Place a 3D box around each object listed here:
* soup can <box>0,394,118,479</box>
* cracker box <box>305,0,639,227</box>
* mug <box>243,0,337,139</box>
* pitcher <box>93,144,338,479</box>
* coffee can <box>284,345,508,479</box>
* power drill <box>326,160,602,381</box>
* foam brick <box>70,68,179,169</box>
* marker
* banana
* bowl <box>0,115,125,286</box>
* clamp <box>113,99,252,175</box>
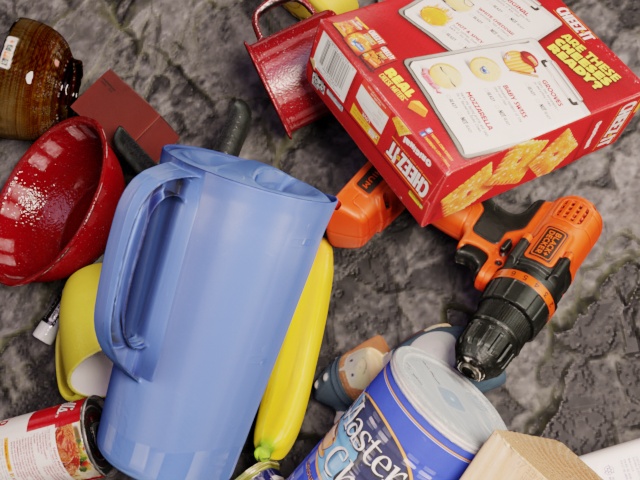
[{"bbox_3d":[-0.224,0.172,0.876,0.102,0.068,0.068,-16,68,10],"label":"soup can"},{"bbox_3d":[0.120,-0.120,0.830,0.213,0.072,0.164,-23,63,-30],"label":"cracker box"},{"bbox_3d":[-0.015,-0.156,0.917,0.081,0.093,0.117,-26,87,0],"label":"mug"},{"bbox_3d":[-0.092,0.057,0.787,0.149,0.145,0.243,16,100,-8],"label":"pitcher"},{"bbox_3d":[0.051,0.160,0.761,0.103,0.102,0.140,47,110,24],"label":"coffee can"},{"bbox_3d":[0.100,0.007,0.823,0.188,0.057,0.184,28,54,22],"label":"power drill"},{"bbox_3d":[-0.176,-0.107,0.969,0.053,0.051,0.078,-45,66,-4],"label":"foam brick"},{"bbox_3d":[-0.214,0.037,0.946,0.020,0.020,0.121,28,80,22],"label":"marker"},{"bbox_3d":[-0.019,0.094,0.847,0.037,0.070,0.197,17,60,-6],"label":"banana"},{"bbox_3d":[-0.220,-0.025,0.931,0.162,0.055,0.162,-24,51,33],"label":"bowl"},{"bbox_3d":[-0.097,-0.038,0.892,0.120,0.039,0.171,-22,75,8],"label":"clamp"}]
